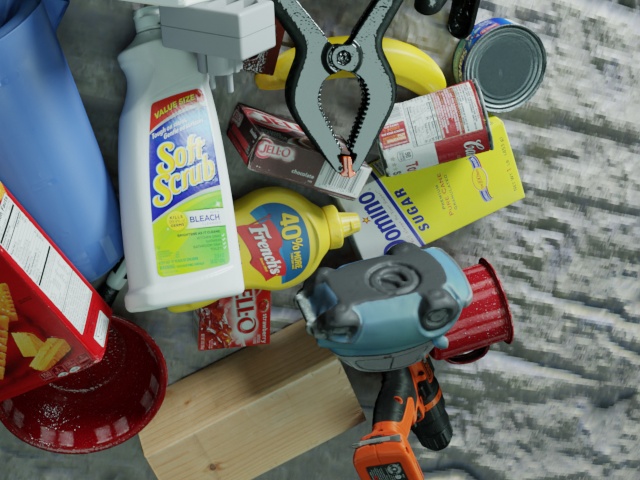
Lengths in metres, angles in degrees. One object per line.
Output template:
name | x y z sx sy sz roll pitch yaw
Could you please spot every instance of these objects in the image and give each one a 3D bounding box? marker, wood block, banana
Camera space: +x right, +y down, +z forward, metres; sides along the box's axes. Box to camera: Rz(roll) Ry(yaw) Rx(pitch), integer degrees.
marker | -0.178 0.016 0.997 0.020 0.020 0.121 28 103 -27
wood block | -0.072 0.172 1.065 0.206 0.090 0.091 -26 120 -5
banana | 0.040 -0.154 0.978 0.197 0.037 0.070 8 111 -21

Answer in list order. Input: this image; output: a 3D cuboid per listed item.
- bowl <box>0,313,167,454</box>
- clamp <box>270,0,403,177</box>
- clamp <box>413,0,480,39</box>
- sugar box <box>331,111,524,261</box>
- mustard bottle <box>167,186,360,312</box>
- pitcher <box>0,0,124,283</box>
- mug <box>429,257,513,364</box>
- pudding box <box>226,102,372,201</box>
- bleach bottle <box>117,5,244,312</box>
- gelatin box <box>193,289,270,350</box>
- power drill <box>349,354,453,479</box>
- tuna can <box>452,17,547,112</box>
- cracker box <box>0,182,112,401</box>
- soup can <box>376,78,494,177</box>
bowl | -0.227 0.121 1.004 0.162 0.055 0.162 -6 119 -11
clamp | 0.025 -0.160 0.890 0.164 0.036 0.210 -11 103 -5
clamp | 0.139 -0.260 0.948 0.039 0.120 0.171 28 91 16
sugar box | 0.104 -0.048 1.045 0.176 0.048 0.093 -27 120 -6
mustard bottle | -0.056 0.001 0.982 0.191 0.058 0.096 -12 108 -11
pitcher | -0.253 -0.072 0.860 0.149 0.145 0.243 -1 130 20
mug | 0.144 0.082 1.097 0.081 0.093 0.117 -17 130 -5
pudding box | -0.021 -0.081 0.963 0.113 0.090 0.039 18 109 -25
bleach bottle | -0.132 -0.071 0.900 0.102 0.068 0.251 -9 89 -27
gelatin box | -0.086 0.061 1.042 0.073 0.030 0.089 -4 116 -17
power drill | 0.087 0.192 1.076 0.057 0.187 0.184 -17 120 19
tuna can | 0.170 -0.168 1.017 0.086 0.034 0.086 -7 116 -15
cracker box | -0.291 0.037 0.833 0.164 0.072 0.213 -21 129 16
soup can | 0.101 -0.103 0.979 0.102 0.068 0.068 -15 119 6
